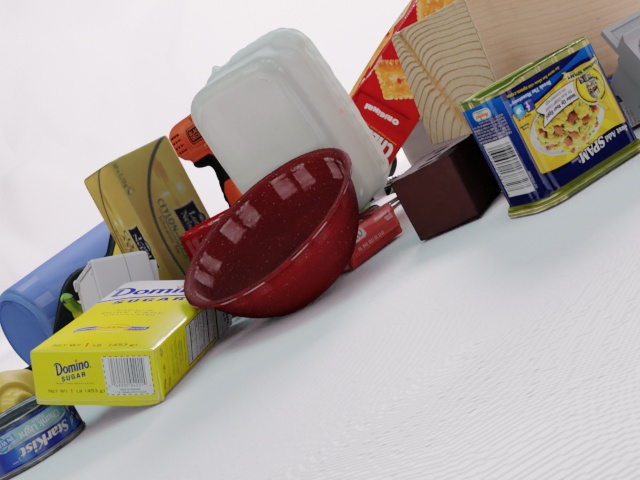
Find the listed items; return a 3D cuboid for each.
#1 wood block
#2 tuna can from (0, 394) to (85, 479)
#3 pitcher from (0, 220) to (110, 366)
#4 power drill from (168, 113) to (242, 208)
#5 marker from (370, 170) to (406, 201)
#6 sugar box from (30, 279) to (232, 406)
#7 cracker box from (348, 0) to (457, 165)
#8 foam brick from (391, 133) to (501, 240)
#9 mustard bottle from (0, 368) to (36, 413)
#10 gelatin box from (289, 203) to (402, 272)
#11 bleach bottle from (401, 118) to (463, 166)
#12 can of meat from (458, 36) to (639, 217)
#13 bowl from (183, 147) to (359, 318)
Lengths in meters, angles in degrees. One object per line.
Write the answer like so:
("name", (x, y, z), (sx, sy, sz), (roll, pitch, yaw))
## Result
("wood block", (0.170, -0.152, 0.818), (0.205, 0.091, 0.090), (-24, 5, -32))
("tuna can", (-0.215, 0.140, 0.766), (0.086, 0.034, 0.086), (-28, 6, 3))
("pitcher", (-0.245, 0.049, 1.216), (0.242, 0.145, 0.149), (-37, -33, -39))
("power drill", (-0.066, -0.072, 1.118), (0.057, 0.187, 0.185), (-31, 5, -39))
("marker", (0.083, -0.060, 1.097), (0.121, 0.020, 0.020), (-21, 7, 8))
("sugar box", (-0.134, 0.071, 0.798), (0.093, 0.048, 0.176), (-1, 16, 11))
("cracker box", (0.055, -0.126, 1.024), (0.213, 0.072, 0.164), (-56, 3, -27))
("foam brick", (0.097, -0.041, 0.808), (0.053, 0.051, 0.078), (-25, 7, 28))
("mustard bottle", (-0.282, 0.146, 0.892), (0.096, 0.058, 0.192), (-30, 7, -38))
("gelatin box", (0.013, 0.006, 0.881), (0.089, 0.030, 0.073), (-22, 9, 46))
("bleach bottle", (0.156, -0.131, 1.217), (0.103, 0.068, 0.250), (-28, 4, 17))
("can of meat", (0.152, -0.076, 0.706), (0.102, 0.084, 0.058), (-31, 7, -23))
("bowl", (-0.026, 0.005, 0.803), (0.162, 0.055, 0.162), (-34, 26, 19))
